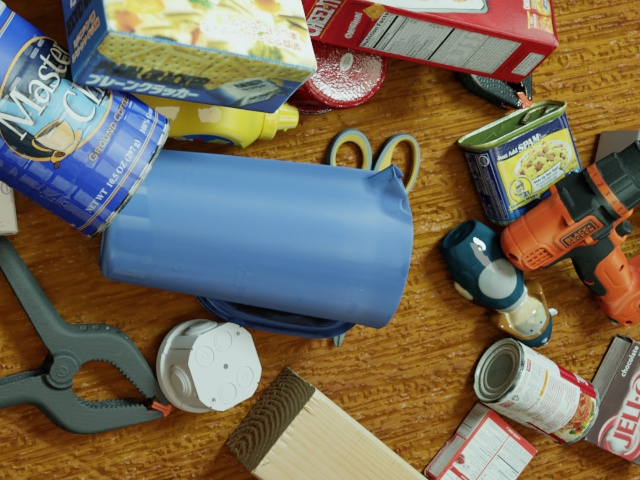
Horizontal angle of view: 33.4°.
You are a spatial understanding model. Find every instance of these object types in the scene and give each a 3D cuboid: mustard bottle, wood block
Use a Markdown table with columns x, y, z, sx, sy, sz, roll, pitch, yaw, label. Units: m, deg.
| x | y | z | sx | sy | sz | roll | pitch | yaw | label |
| --- | --- | --- | --- | --- | --- | --- | --- | --- | --- |
| -0.111 | -0.106 | 0.858 | 0.191 | 0.096 | 0.058 | 2 | 97 | -19 | mustard bottle |
| 0.028 | 0.217 | 0.955 | 0.206 | 0.090 | 0.091 | 42 | 82 | -19 | wood block |

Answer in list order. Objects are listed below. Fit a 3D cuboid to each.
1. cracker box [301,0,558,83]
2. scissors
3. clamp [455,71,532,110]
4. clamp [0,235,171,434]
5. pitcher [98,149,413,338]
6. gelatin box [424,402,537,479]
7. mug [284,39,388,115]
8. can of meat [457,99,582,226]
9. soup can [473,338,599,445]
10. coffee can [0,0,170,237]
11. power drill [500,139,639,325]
| x | y | z | sx | sy | sz | roll | pitch | yaw | label |
| --- | --- | --- | --- | --- | --- | --- | --- | --- | --- |
| 0.076 | -0.226 | 0.858 | 0.213 | 0.072 | 0.164 | 8 | 63 | -19 | cracker box |
| 0.023 | -0.012 | 0.961 | 0.096 | 0.016 | 0.202 | 28 | 88 | -19 | scissors |
| 0.134 | -0.188 | 0.962 | 0.120 | 0.039 | 0.171 | -27 | 101 | -13 | clamp |
| -0.225 | 0.111 | 0.880 | 0.209 | 0.036 | 0.164 | 33 | 85 | -23 | clamp |
| -0.056 | 0.001 | 0.876 | 0.242 | 0.145 | 0.149 | 8 | 86 | -11 | pitcher |
| 0.155 | 0.213 | 1.030 | 0.073 | 0.030 | 0.089 | 42 | 83 | -21 | gelatin box |
| -0.005 | -0.151 | 0.896 | 0.117 | 0.082 | 0.093 | -4 | 99 | -19 | mug |
| 0.189 | -0.072 | 0.988 | 0.102 | 0.057 | 0.084 | -26 | 107 | -13 | can of meat |
| 0.204 | 0.144 | 1.014 | 0.102 | 0.069 | 0.068 | 30 | 87 | -23 | soup can |
| -0.189 | -0.081 | 0.731 | 0.140 | 0.103 | 0.103 | 35 | 86 | -21 | coffee can |
| 0.280 | -0.007 | 0.971 | 0.185 | 0.057 | 0.187 | -34 | 133 | 22 | power drill |
